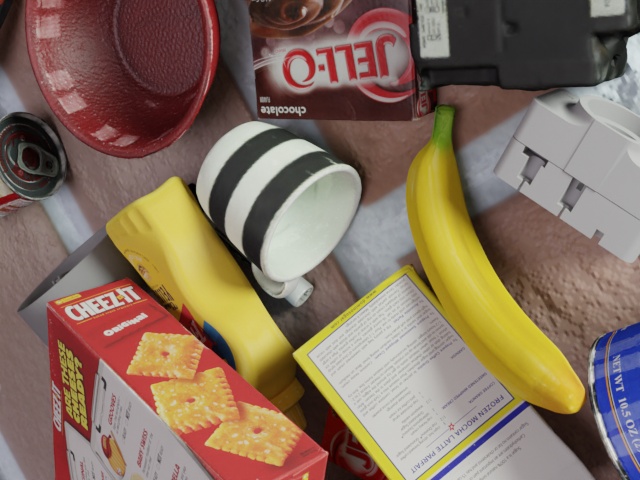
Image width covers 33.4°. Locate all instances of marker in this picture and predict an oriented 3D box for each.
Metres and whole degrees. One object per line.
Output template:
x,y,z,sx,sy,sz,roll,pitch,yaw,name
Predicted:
-0.055,0.001,0.736,0.121,0.020,0.020,40,121,16,marker

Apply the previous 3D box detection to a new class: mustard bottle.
-0.068,0.052,0.722,0.191,0.058,0.096,56,156,-5,mustard bottle

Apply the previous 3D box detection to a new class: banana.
0.089,0.019,0.608,0.070,0.037,0.198,107,145,-57,banana

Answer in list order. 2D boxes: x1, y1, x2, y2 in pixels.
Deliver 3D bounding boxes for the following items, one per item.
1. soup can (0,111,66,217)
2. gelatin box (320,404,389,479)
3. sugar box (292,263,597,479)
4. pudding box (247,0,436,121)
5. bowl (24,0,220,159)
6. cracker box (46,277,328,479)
-0.254,-0.051,0.817,0.102,0.068,0.068,-16,95,35,soup can
0.042,0.118,0.702,0.073,0.030,0.089,24,115,25,gelatin box
0.073,0.108,0.630,0.093,0.048,0.176,-39,70,-1,sugar box
0.013,-0.119,0.645,0.114,0.039,0.090,5,107,31,pudding box
-0.122,-0.139,0.715,0.162,0.055,0.162,10,109,30,bowl
-0.093,0.146,0.684,0.214,0.071,0.164,36,131,39,cracker box
